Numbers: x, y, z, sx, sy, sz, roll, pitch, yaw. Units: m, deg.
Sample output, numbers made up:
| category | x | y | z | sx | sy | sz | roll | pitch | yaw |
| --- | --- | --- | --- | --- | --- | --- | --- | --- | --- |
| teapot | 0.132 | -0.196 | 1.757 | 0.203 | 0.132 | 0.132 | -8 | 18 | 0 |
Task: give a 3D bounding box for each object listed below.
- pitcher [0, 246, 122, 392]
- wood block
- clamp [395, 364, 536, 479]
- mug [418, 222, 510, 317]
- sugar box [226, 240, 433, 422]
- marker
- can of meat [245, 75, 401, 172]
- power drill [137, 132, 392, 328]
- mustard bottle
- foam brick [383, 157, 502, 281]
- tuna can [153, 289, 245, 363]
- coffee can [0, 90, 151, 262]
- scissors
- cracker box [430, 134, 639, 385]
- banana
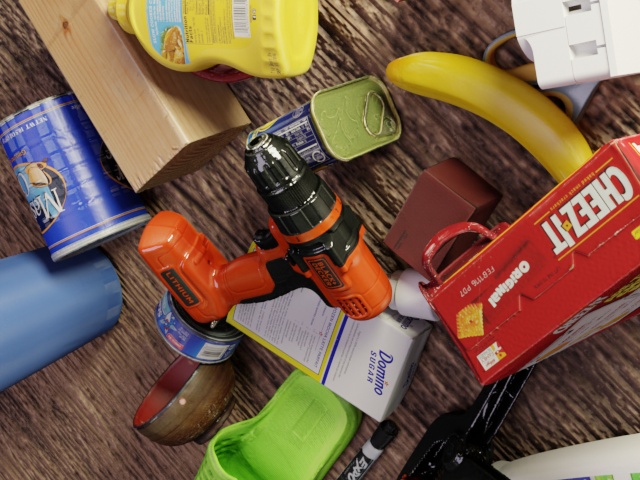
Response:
| category | x | y | z | sx | sy | sz | roll | pitch | yaw |
| --- | --- | --- | --- | --- | --- | --- | --- | --- | --- |
| pitcher | -0.323 | 0.081 | 1.058 | 0.149 | 0.242 | 0.145 | 40 | 125 | 18 |
| wood block | -0.167 | -0.160 | 0.957 | 0.091 | 0.090 | 0.206 | -36 | 84 | 40 |
| clamp | 0.124 | 0.163 | 0.865 | 0.036 | 0.164 | 0.210 | 23 | 150 | -17 |
| mug | 0.126 | 0.033 | 0.796 | 0.081 | 0.093 | 0.117 | -42 | 109 | 9 |
| sugar box | 0.005 | 0.073 | 0.944 | 0.176 | 0.048 | 0.093 | 30 | 120 | 20 |
| marker | 0.037 | 0.206 | 0.983 | 0.020 | 0.020 | 0.121 | 44 | 126 | 16 |
| can of meat | 0.001 | -0.085 | 0.855 | 0.084 | 0.101 | 0.057 | -22 | 93 | 41 |
| power drill | -0.056 | 0.001 | 0.860 | 0.188 | 0.057 | 0.184 | -9 | 129 | 37 |
| mustard bottle | -0.094 | -0.181 | 0.844 | 0.192 | 0.058 | 0.096 | 9 | 110 | 33 |
| foam brick | 0.096 | -0.018 | 0.841 | 0.053 | 0.051 | 0.078 | 41 | 125 | 18 |
| tuna can | -0.110 | 0.072 | 1.001 | 0.086 | 0.085 | 0.034 | 46 | 125 | 14 |
| coffee can | -0.239 | -0.063 | 1.036 | 0.103 | 0.102 | 0.140 | -22 | 92 | 39 |
| scissors | 0.207 | -0.112 | 0.749 | 0.202 | 0.016 | 0.096 | 8 | 112 | 34 |
| cracker box | 0.193 | -0.001 | 0.671 | 0.164 | 0.213 | 0.072 | -47 | 68 | 38 |
| banana | 0.131 | -0.089 | 0.779 | 0.198 | 0.037 | 0.070 | 42 | 129 | 16 |
